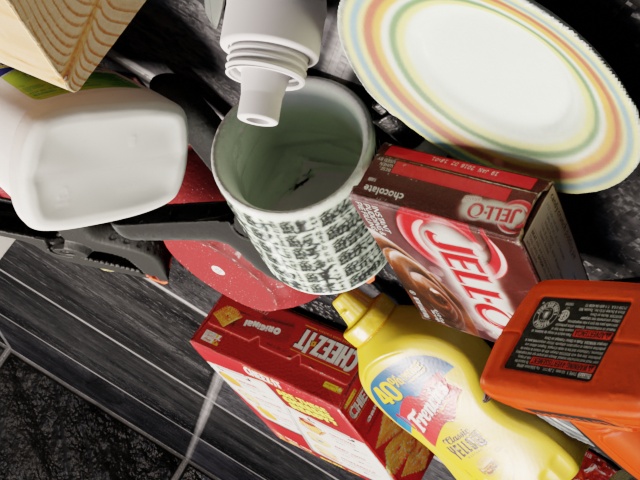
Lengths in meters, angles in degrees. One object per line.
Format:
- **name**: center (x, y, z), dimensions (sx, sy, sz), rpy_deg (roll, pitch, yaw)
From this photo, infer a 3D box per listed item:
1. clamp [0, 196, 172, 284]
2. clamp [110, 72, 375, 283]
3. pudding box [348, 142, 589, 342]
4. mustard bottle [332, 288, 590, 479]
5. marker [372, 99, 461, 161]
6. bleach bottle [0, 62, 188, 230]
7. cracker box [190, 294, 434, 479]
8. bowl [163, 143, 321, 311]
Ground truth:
- **clamp**: center (-0.167, -0.010, 0.726), dimensions (0.165, 0.036, 0.209), rpy_deg (-5, 161, 40)
- **clamp**: center (-0.041, -0.028, 0.634), dimensions (0.171, 0.039, 0.120), rpy_deg (16, 133, 4)
- **pudding box**: center (0.075, 0.008, 0.503), dimensions (0.090, 0.039, 0.113), rpy_deg (18, 157, 37)
- **mustard bottle**: center (0.084, 0.100, 0.729), dimensions (0.191, 0.058, 0.096), rpy_deg (43, 137, -1)
- **marker**: center (0.069, -0.030, 0.516), dimensions (0.121, 0.020, 0.020), rpy_deg (41, 160, -23)
- **bleach bottle**: center (-0.185, -0.088, 0.619), dimensions (0.251, 0.102, 0.068), rpy_deg (32, 122, 40)
- **cracker box**: center (0.002, 0.140, 0.968), dimensions (0.164, 0.072, 0.213), rpy_deg (19, 157, 32)
- **bowl**: center (-0.055, 0.001, 0.733), dimensions (0.162, 0.055, 0.162), rpy_deg (29, 161, 11)
